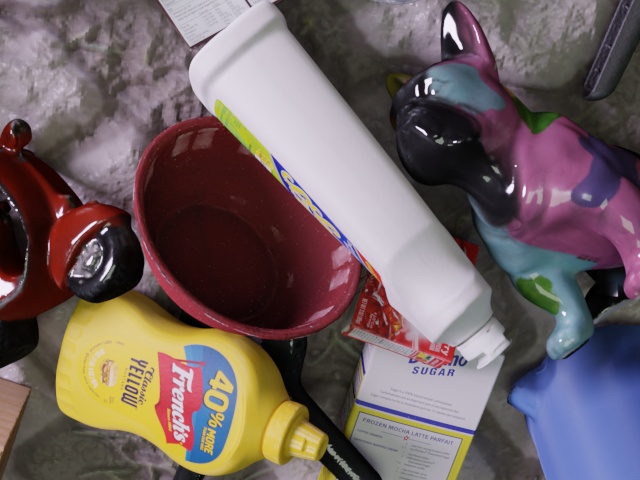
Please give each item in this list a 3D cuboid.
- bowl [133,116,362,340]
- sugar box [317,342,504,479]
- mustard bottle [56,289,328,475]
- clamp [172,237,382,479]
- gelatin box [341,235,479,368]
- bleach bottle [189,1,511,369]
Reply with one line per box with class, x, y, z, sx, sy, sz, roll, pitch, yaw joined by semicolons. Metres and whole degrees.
bowl;-0.055;0.001;0.687;0.162;0.162;0.055;33;137;-13
sugar box;0.060;0.141;0.779;0.093;0.048;0.176;17;105;-7
mustard bottle;-0.083;0.102;0.711;0.192;0.058;0.096;19;100;20
clamp;-0.039;0.100;0.749;0.165;0.036;0.210;0;103;17
gelatin box;0.062;0.033;0.723;0.073;0.030;0.089;21;68;-7
bleach bottle;0.026;-0.025;0.654;0.068;0.102;0.251;-41;88;-6
